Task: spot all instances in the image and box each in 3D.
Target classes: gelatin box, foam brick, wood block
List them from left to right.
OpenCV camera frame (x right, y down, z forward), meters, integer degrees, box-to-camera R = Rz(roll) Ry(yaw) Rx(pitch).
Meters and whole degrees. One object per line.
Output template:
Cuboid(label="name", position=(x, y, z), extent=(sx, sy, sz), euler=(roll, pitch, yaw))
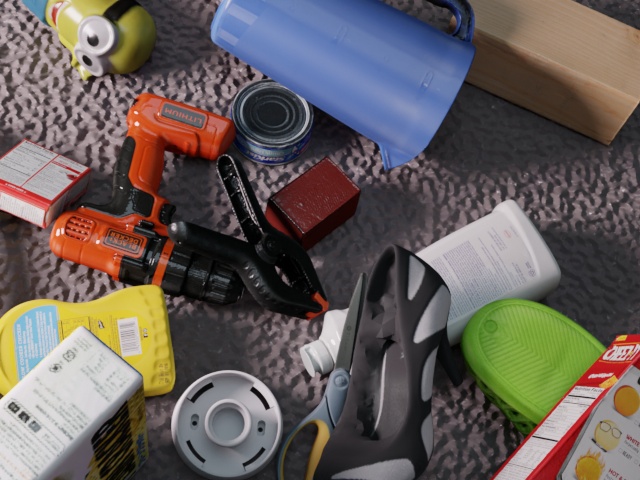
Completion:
Cuboid(label="gelatin box", position=(-0.267, -0.054, 0.999), extent=(0.073, 0.030, 0.089), euler=(23, 31, 4))
Cuboid(label="foam brick", position=(-0.008, -0.033, 1.030), extent=(0.078, 0.053, 0.051), euler=(-37, 73, -23))
Cuboid(label="wood block", position=(0.237, -0.197, 1.128), extent=(0.206, 0.090, 0.090), euler=(25, 62, 5))

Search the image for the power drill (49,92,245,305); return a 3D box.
Cuboid(label="power drill", position=(-0.141, -0.039, 1.013), extent=(0.184, 0.057, 0.187), euler=(19, 61, -5))

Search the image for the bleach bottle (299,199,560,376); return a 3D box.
Cuboid(label="bleach bottle", position=(0.094, 0.055, 0.995), extent=(0.250, 0.068, 0.102), euler=(-23, 68, -16))

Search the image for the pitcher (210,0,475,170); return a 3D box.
Cuboid(label="pitcher", position=(0.025, -0.196, 1.048), extent=(0.242, 0.145, 0.149), euler=(28, 44, -5))

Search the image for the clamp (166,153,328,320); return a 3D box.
Cuboid(label="clamp", position=(-0.056, 0.001, 0.980), extent=(0.171, 0.039, 0.120), euler=(42, 50, -24))

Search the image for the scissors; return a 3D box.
Cuboid(label="scissors", position=(0.031, 0.138, 0.932), extent=(0.096, 0.016, 0.201), euler=(29, 84, -5))

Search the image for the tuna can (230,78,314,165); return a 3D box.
Cuboid(label="tuna can", position=(-0.049, -0.121, 1.081), extent=(0.086, 0.034, 0.086), euler=(3, 63, -6))

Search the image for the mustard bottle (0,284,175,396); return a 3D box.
Cuboid(label="mustard bottle", position=(-0.227, 0.098, 0.929), extent=(0.191, 0.058, 0.096), euler=(-7, 74, -11))
